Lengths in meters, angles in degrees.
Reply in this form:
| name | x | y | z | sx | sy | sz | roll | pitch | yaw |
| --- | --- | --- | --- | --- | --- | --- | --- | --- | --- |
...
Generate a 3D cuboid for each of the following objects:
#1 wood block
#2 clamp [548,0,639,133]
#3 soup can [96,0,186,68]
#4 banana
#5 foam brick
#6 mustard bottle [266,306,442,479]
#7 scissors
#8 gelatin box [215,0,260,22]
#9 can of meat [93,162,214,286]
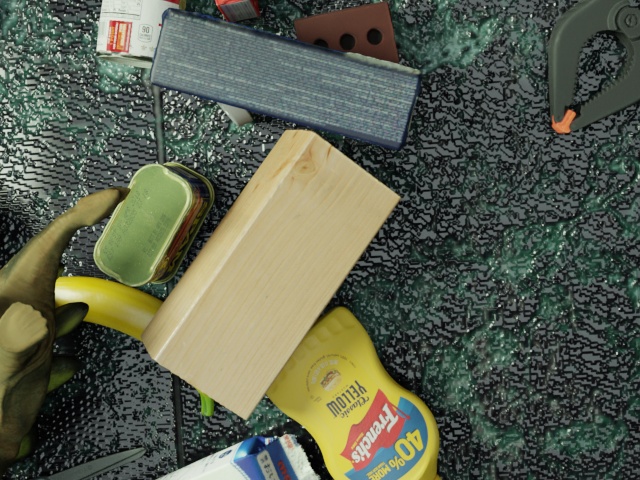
| name | x | y | z | sx | sy | sz | roll | pitch | yaw |
| --- | --- | --- | --- | --- | --- | --- | --- | --- | --- |
| wood block | -0.042 | 0.022 | 0.836 | 0.090 | 0.090 | 0.206 | 36 | 87 | -16 |
| clamp | 0.256 | -0.174 | 0.853 | 0.164 | 0.036 | 0.210 | 25 | 96 | 3 |
| soup can | -0.143 | -0.194 | 0.867 | 0.068 | 0.068 | 0.102 | 8 | 93 | 4 |
| banana | -0.162 | 0.073 | 0.895 | 0.198 | 0.037 | 0.069 | 30 | 94 | 2 |
| foam brick | 0.023 | -0.158 | 0.864 | 0.078 | 0.051 | 0.053 | -11 | 92 | 4 |
| mustard bottle | 0.040 | 0.154 | 0.872 | 0.096 | 0.058 | 0.191 | -39 | 90 | -6 |
| scissors | -0.244 | 0.233 | 0.919 | 0.202 | 0.016 | 0.096 | -5 | 93 | 4 |
| gelatin box | -0.071 | -0.218 | 0.850 | 0.030 | 0.089 | 0.073 | -12 | 92 | 3 |
| can of meat | -0.135 | -0.013 | 0.866 | 0.057 | 0.084 | 0.102 | 29 | 94 | 3 |
